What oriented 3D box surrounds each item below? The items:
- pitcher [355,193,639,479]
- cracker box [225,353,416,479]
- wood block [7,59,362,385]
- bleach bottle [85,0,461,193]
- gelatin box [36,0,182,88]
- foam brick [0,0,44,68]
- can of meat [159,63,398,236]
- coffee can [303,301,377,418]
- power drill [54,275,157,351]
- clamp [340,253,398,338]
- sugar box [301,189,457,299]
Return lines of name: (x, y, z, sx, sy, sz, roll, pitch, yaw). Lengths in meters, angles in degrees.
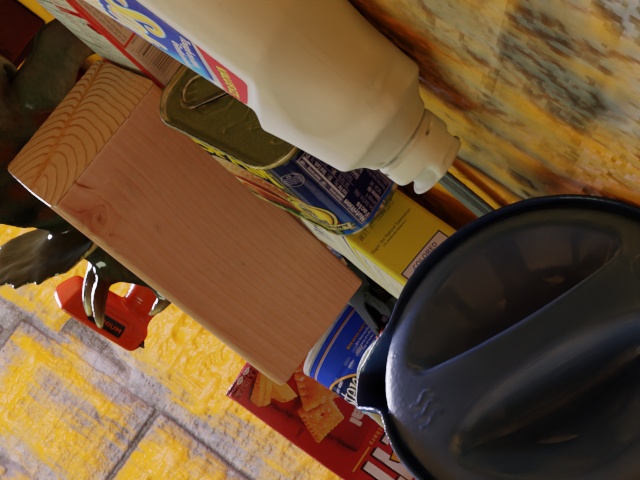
pitcher: (0.141, 0.095, 0.469, 0.149, 0.145, 0.242, 39, 174, 43)
cracker box: (0.038, 0.147, 1.056, 0.214, 0.164, 0.072, 33, 174, 18)
wood block: (-0.081, -0.008, 0.675, 0.205, 0.091, 0.090, 43, 172, -36)
bleach bottle: (-0.049, -0.099, 0.386, 0.250, 0.068, 0.103, 35, 172, -15)
gelatin box: (-0.127, -0.131, 0.613, 0.073, 0.030, 0.089, 28, 170, 46)
foam brick: (-0.267, -0.173, 0.850, 0.078, 0.053, 0.051, 38, 171, -13)
can of meat: (-0.019, -0.052, 0.544, 0.102, 0.057, 0.083, 28, 172, 40)
coffee can: (0.070, 0.116, 0.962, 0.140, 0.103, 0.103, 33, 171, 13)
power drill: (-0.183, 0.009, 1.087, 0.184, 0.188, 0.057, 39, -171, -29)
clamp: (0.056, 0.033, 0.736, 0.120, 0.039, 0.171, 35, 164, 29)
sugar box: (0.056, 0.012, 0.595, 0.176, 0.048, 0.093, 40, 176, 31)
